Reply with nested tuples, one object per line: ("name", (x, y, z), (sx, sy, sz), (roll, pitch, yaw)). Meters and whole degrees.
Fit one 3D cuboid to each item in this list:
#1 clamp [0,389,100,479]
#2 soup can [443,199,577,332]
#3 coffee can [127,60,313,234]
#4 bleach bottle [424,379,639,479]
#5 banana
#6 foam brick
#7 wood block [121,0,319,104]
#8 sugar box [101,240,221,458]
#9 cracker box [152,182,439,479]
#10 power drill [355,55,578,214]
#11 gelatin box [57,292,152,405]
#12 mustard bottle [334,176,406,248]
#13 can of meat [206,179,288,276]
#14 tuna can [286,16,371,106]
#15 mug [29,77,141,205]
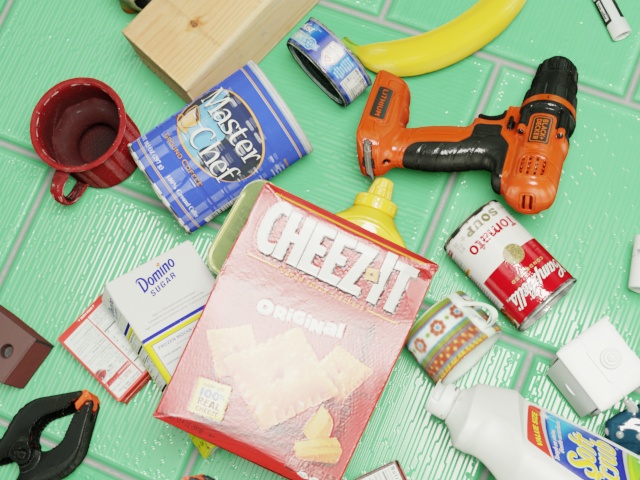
("clamp", (-0.267, 0.210, 0.981), (0.171, 0.039, 0.120), (-36, 76, -2))
("soup can", (0.168, 0.022, 0.949), (0.068, 0.068, 0.102), (-41, 74, -3))
("coffee can", (-0.092, -0.086, 0.993), (0.140, 0.103, 0.103), (-34, 75, -1))
("bleach bottle", (0.198, 0.192, 0.867), (0.251, 0.102, 0.068), (29, 125, 11))
("banana", (0.120, -0.202, 1.024), (0.198, 0.037, 0.069), (-20, 76, 3))
("foam brick", (-0.302, 0.095, 1.006), (0.078, 0.051, 0.053), (33, 83, 14))
("wood block", (-0.080, -0.232, 1.032), (0.091, 0.090, 0.206), (43, 85, 14))
("sugar box", (-0.112, 0.096, 0.962), (0.093, 0.048, 0.176), (-29, 76, -26))
("cracker box", (-0.020, 0.082, 0.890), (0.164, 0.072, 0.213), (25, 85, -2))
("power drill", (0.136, -0.109, 0.972), (0.188, 0.057, 0.184), (7, 49, 17))
("gelatin box", (-0.189, 0.097, 1.001), (0.089, 0.030, 0.073), (42, 85, 13))
("mustard bottle", (0.027, 0.032, 0.970), (0.096, 0.058, 0.191), (20, 80, 4))
("can of meat", (-0.057, 0.001, 0.977), (0.057, 0.084, 0.102), (27, 82, 12))
("tuna can", (0.007, -0.167, 1.007), (0.034, 0.086, 0.086), (-43, 75, -2))
("mug", (-0.224, -0.088, 1.022), (0.093, 0.081, 0.117), (18, 80, 12))
